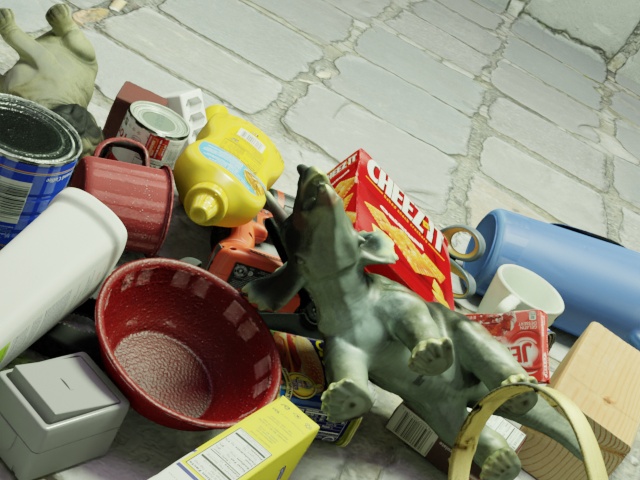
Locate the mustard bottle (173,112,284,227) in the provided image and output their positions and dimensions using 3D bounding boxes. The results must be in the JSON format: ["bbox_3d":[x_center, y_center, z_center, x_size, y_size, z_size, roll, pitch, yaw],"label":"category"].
[{"bbox_3d":[-0.096,-0.062,1.065,0.096,0.058,0.191,39,24,-9],"label":"mustard bottle"}]

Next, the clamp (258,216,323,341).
[{"bbox_3d":[-0.020,0.073,1.011,0.171,0.120,0.039,42,-11,-9],"label":"clamp"}]

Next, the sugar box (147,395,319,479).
[{"bbox_3d":[-0.076,0.179,0.737,0.048,0.093,0.176,36,28,15],"label":"sugar box"}]

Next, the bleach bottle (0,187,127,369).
[{"bbox_3d":[-0.238,0.062,0.747,0.068,0.103,0.250,38,39,1],"label":"bleach bottle"}]

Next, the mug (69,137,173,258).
[{"bbox_3d":[-0.192,-0.045,1.013,0.081,0.093,0.117,10,68,-24],"label":"mug"}]

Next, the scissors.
[{"bbox_3d":[0.121,-0.013,1.283,0.202,0.096,0.016,46,29,25],"label":"scissors"}]

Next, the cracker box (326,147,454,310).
[{"bbox_3d":[0.071,0.013,1.144,0.164,0.072,0.213,46,22,-18],"label":"cracker box"}]

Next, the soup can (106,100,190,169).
[{"bbox_3d":[-0.182,-0.082,1.089,0.068,0.102,0.068,23,27,-13],"label":"soup can"}]

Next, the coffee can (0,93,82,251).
[{"bbox_3d":[-0.268,-0.035,0.876,0.102,0.140,0.103,23,27,-12],"label":"coffee can"}]

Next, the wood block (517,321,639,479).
[{"bbox_3d":[0.275,0.173,1.099,0.091,0.090,0.205,36,27,12],"label":"wood block"}]

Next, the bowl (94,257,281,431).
[{"bbox_3d":[-0.112,0.092,0.839,0.162,0.055,0.162,25,37,-20],"label":"bowl"}]

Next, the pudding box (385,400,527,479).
[{"bbox_3d":[0.129,0.179,1.001,0.113,0.039,0.089,38,28,14],"label":"pudding box"}]

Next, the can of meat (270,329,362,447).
[{"bbox_3d":[-0.019,0.126,0.931,0.083,0.057,0.102,14,30,-24],"label":"can of meat"}]

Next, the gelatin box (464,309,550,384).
[{"bbox_3d":[0.185,0.109,1.077,0.089,0.073,0.030,-6,-12,27],"label":"gelatin box"}]

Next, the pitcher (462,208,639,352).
[{"bbox_3d":[0.304,0.042,1.322,0.242,0.145,0.149,20,-4,-11],"label":"pitcher"}]

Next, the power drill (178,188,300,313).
[{"bbox_3d":[-0.057,0.001,1.117,0.184,0.057,0.188,15,26,-18],"label":"power drill"}]

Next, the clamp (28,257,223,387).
[{"bbox_3d":[-0.161,0.078,0.896,0.209,0.036,0.165,0,44,-39],"label":"clamp"}]

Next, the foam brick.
[{"bbox_3d":[-0.207,-0.125,1.170,0.053,0.078,0.051,25,28,-8],"label":"foam brick"}]
